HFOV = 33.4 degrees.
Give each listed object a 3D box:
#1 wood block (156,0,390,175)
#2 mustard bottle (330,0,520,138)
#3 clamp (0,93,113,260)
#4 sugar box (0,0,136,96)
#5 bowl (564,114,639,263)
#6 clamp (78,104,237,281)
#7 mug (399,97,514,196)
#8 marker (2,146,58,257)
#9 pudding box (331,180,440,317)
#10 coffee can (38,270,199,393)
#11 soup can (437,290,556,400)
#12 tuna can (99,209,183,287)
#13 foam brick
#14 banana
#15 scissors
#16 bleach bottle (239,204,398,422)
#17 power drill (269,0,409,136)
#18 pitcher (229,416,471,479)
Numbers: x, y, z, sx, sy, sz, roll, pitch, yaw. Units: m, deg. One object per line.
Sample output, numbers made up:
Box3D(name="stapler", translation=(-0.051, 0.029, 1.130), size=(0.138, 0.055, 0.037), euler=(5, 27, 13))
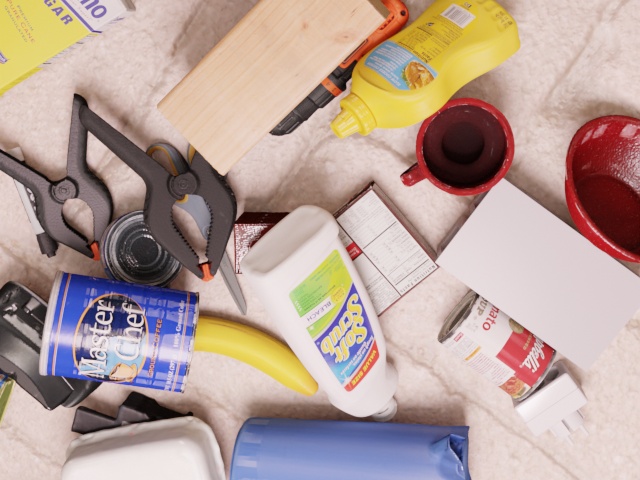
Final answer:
Box3D(name="wood block", translation=(-0.042, -0.167, 0.985), size=(0.206, 0.090, 0.090), euler=(-42, 96, 16))
Box3D(name="mustard bottle", translation=(0.088, -0.158, 1.003), size=(0.191, 0.096, 0.058), euler=(-37, 141, -11))
Box3D(name="clamp", translation=(-0.259, -0.064, 1.106), size=(0.120, 0.039, 0.171), euler=(-33, 106, 4))
Box3D(name="sugar box", translation=(-0.286, -0.226, 1.076), size=(0.176, 0.048, 0.093), euler=(-30, 97, 11))
Box3D(name="bowl", translation=(0.294, -0.039, 1.029), size=(0.162, 0.055, 0.162), euler=(9, 61, -16))
Box3D(name="clamp", translation=(-0.149, -0.060, 1.073), size=(0.164, 0.036, 0.210), euler=(-8, 95, -6))
Box3D(name="mug", translation=(0.130, -0.088, 1.045), size=(0.117, 0.081, 0.093), euler=(-35, 96, 10))
Box3D(name="marker", translation=(-0.305, -0.039, 1.127), size=(0.020, 0.020, 0.121), euler=(-17, 99, 8))
Box3D(name="pudding box", translation=(0.055, 0.010, 1.094), size=(0.090, 0.039, 0.113), euler=(-39, 97, 11))
Box3D(name="coffee can", translation=(-0.196, 0.090, 1.047), size=(0.140, 0.103, 0.103), euler=(9, 102, -9))
Box3D(name="soup can", translation=(0.179, 0.106, 1.085), size=(0.102, 0.068, 0.068), euler=(37, 102, -2))
Box3D(name="tuna can", translation=(-0.183, 0.011, 1.100), size=(0.086, 0.034, 0.086), euler=(1, 87, -18))
Box3D(name="foam brick", translation=(-0.057, 0.001, 1.082), size=(0.053, 0.078, 0.051), euler=(-1, 100, 3))
Box3D(name="banana", translation=(-0.096, 0.117, 1.132), size=(0.198, 0.037, 0.070), euler=(10, 121, 5))
Box3D(name="scissors", translation=(-0.104, -0.027, 1.112), size=(0.096, 0.016, 0.202), euler=(-36, 96, 11))
Box3D(name="bleach bottle", translation=(0.020, 0.088, 1.064), size=(0.102, 0.068, 0.250), euler=(-42, 125, -14))
Box3D(name="power drill", translation=(-0.035, -0.221, 1.049), size=(0.184, 0.057, 0.187), euler=(-44, 97, 8))
Box3D(name="pitcher", translation=(0.034, 0.255, 1.106), size=(0.243, 0.145, 0.149), euler=(4, 89, 8))
